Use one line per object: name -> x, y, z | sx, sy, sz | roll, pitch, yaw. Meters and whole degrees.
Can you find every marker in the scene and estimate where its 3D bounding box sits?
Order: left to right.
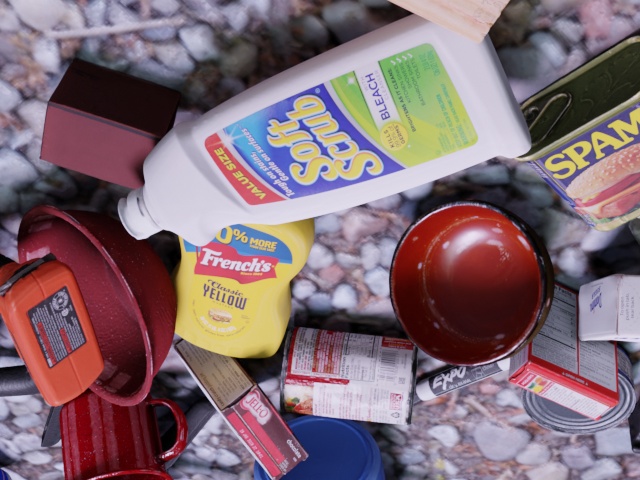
marker -> 0.106, 0.110, 0.854 | 0.121, 0.020, 0.020 | -28, 122, 32

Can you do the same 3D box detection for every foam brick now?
foam brick -> -0.139, -0.076, 0.709 | 0.078, 0.053, 0.051 | 18, 133, -4

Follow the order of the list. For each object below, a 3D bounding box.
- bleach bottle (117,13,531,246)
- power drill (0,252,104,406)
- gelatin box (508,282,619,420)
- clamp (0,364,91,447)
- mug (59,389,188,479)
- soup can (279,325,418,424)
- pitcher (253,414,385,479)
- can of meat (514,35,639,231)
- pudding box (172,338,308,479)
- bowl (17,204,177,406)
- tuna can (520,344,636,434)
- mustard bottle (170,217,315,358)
bleach bottle -> -0.007, -0.053, 0.652 | 0.251, 0.068, 0.102 | -23, 100, 16
power drill -> -0.246, 0.057, 0.798 | 0.188, 0.057, 0.184 | 17, 134, 36
gelatin box -> 0.173, 0.074, 0.758 | 0.073, 0.089, 0.030 | 25, 134, -11
clamp -> -0.234, 0.119, 0.915 | 0.120, 0.039, 0.172 | 28, 128, -36
mug -> -0.165, 0.170, 0.894 | 0.117, 0.081, 0.093 | -24, 149, 16
soup can -> 0.023, 0.105, 0.833 | 0.102, 0.068, 0.068 | 6, 133, 6
pitcher -> 0.019, 0.272, 0.952 | 0.149, 0.145, 0.243 | -25, 132, -21
can of meat -> 0.182, -0.062, 0.654 | 0.102, 0.057, 0.083 | -31, 123, 34
pudding box -> -0.064, 0.125, 0.842 | 0.039, 0.114, 0.090 | -37, 125, -10
bowl -> -0.156, 0.039, 0.788 | 0.162, 0.055, 0.162 | 28, 132, 36
tuna can -> 0.198, 0.111, 0.825 | 0.086, 0.033, 0.086 | 6, 133, 6
mustard bottle -> -0.055, 0.001, 0.759 | 0.096, 0.058, 0.192 | 20, 133, 2
